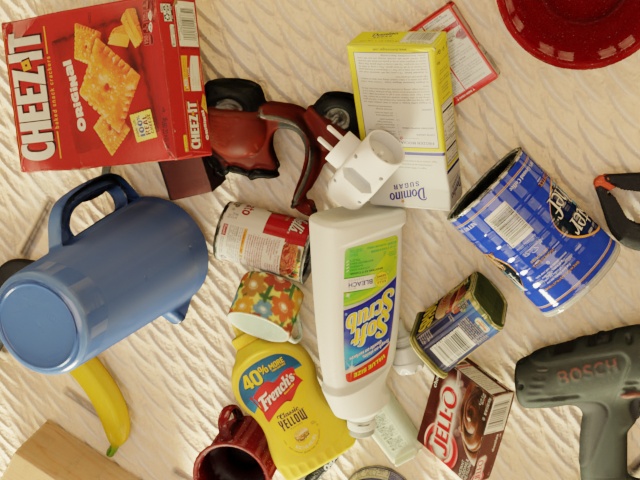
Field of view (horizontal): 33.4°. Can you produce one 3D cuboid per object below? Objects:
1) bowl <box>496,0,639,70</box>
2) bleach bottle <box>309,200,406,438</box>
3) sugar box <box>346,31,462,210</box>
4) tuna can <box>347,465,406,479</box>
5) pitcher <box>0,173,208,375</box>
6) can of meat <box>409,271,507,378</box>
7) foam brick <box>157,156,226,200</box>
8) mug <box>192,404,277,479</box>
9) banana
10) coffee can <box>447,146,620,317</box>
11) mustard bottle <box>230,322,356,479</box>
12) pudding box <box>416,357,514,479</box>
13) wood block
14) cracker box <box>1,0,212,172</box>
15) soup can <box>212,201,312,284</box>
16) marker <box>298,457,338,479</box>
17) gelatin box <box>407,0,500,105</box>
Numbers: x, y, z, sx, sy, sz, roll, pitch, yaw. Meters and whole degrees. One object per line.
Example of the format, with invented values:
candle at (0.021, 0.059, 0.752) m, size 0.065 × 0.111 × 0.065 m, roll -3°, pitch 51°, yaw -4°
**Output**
bowl at (0.246, -0.244, 0.998) m, size 0.162 × 0.055 × 0.162 m, roll 5°, pitch 109°, yaw 13°
bleach bottle at (0.045, 0.089, 1.138) m, size 0.102 × 0.068 × 0.251 m, roll -13°, pitch 109°, yaw -26°
sugar box at (0.086, -0.119, 1.065) m, size 0.093 × 0.048 × 0.176 m, roll 7°, pitch 124°, yaw 27°
tuna can at (0.066, 0.309, 1.246) m, size 0.086 × 0.033 × 0.086 m, roll 5°, pitch 109°, yaw 13°
pitcher at (-0.232, 0.037, 1.117) m, size 0.149 × 0.242 × 0.145 m, roll 28°, pitch 115°, yaw 11°
can of meat at (0.146, 0.085, 1.113) m, size 0.084 × 0.102 × 0.057 m, roll -41°, pitch 95°, yaw 21°
foam brick at (-0.143, -0.090, 1.153) m, size 0.051 × 0.053 × 0.078 m, roll -12°, pitch 106°, yaw 18°
mug at (-0.095, 0.246, 1.240) m, size 0.093 × 0.081 × 0.117 m, roll -11°, pitch 106°, yaw 18°
banana at (-0.280, 0.175, 1.287) m, size 0.070 × 0.037 × 0.198 m, roll -23°, pitch 101°, yaw 21°
coffee can at (0.211, -0.008, 1.062) m, size 0.140 × 0.102 × 0.103 m, roll 44°, pitch 113°, yaw -3°
mustard bottle at (-0.045, 0.167, 1.204) m, size 0.096 × 0.058 × 0.191 m, roll -31°, pitch 89°, yaw 9°
pudding box at (0.156, 0.192, 1.156) m, size 0.090 × 0.039 × 0.113 m, roll 35°, pitch 119°, yaw 46°
wood block at (-0.286, 0.326, 1.313) m, size 0.206 × 0.090 × 0.091 m, roll 33°, pitch 113°, yaw 2°
cracker box at (-0.223, -0.158, 1.101) m, size 0.214 × 0.072 × 0.164 m, roll -2°, pitch 97°, yaw 30°
soup can at (-0.058, 0.001, 1.154) m, size 0.102 × 0.068 × 0.068 m, roll 15°, pitch 111°, yaw 10°
marker at (0.013, 0.250, 1.247) m, size 0.020 × 0.020 × 0.121 m, roll 38°, pitch 113°, yaw -1°
gelatin box at (0.125, -0.182, 1.065) m, size 0.073 × 0.030 × 0.089 m, roll -33°, pitch 98°, yaw 23°
